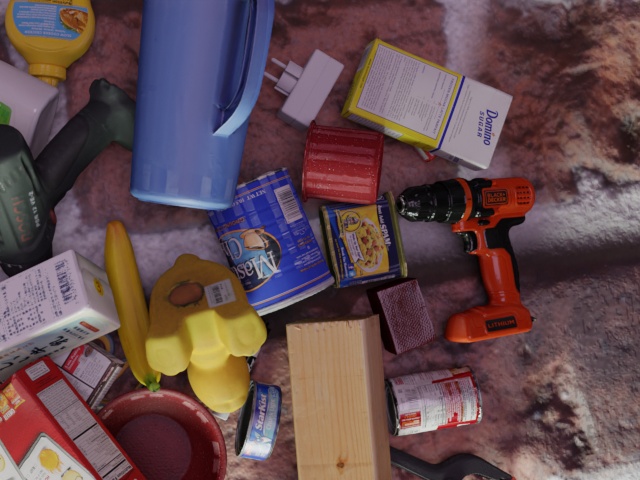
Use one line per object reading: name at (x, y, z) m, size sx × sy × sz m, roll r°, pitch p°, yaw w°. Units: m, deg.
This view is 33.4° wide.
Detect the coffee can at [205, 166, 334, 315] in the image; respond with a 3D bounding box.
coffee can at (-0.058, 0.001, 1.186) m, size 0.102 × 0.103 × 0.140 m, roll -23°, pitch 92°, yaw -10°

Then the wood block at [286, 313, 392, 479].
wood block at (0.022, 0.189, 1.188) m, size 0.091 × 0.090 × 0.206 m, roll -4°, pitch 89°, yaw 14°

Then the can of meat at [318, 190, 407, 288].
can of meat at (0.047, 0.001, 1.228) m, size 0.084 × 0.057 × 0.102 m, roll -11°, pitch 90°, yaw -8°

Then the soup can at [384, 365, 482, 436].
soup can at (0.128, 0.185, 1.231) m, size 0.102 × 0.068 × 0.068 m, roll -8°, pitch 90°, yaw -10°

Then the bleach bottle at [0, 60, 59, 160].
bleach bottle at (-0.411, -0.173, 1.143) m, size 0.251 × 0.068 × 0.103 m, roll 26°, pitch 127°, yaw -1°

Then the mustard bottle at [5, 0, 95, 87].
mustard bottle at (-0.296, -0.253, 1.174) m, size 0.096 × 0.058 × 0.191 m, roll 4°, pitch 88°, yaw -11°

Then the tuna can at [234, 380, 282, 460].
tuna can at (-0.069, 0.200, 1.188) m, size 0.033 × 0.086 × 0.086 m, roll 13°, pitch 86°, yaw -11°

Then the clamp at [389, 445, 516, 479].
clamp at (0.143, 0.302, 1.245) m, size 0.171 × 0.039 × 0.120 m, roll 3°, pitch 88°, yaw -8°

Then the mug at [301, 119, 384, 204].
mug at (0.027, -0.086, 1.197) m, size 0.081 × 0.117 × 0.093 m, roll 6°, pitch 100°, yaw 5°

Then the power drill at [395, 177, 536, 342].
power drill at (0.174, 0.020, 1.231) m, size 0.184 × 0.057 × 0.188 m, roll -6°, pitch 92°, yaw -26°

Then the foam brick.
foam brick at (0.094, 0.086, 1.236) m, size 0.053 × 0.051 × 0.078 m, roll -18°, pitch 92°, yaw -11°

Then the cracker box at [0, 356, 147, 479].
cracker box at (-0.281, 0.251, 1.107) m, size 0.164 × 0.072 × 0.214 m, roll -40°, pitch 88°, yaw 25°

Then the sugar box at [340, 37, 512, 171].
sugar box at (0.122, -0.153, 1.220) m, size 0.176 × 0.048 × 0.093 m, roll 22°, pitch 83°, yaw -12°

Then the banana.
banana at (-0.205, 0.077, 1.176) m, size 0.037 × 0.070 × 0.198 m, roll -10°, pitch 73°, yaw -29°

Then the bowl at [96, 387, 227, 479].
bowl at (-0.186, 0.240, 1.181) m, size 0.162 × 0.055 × 0.162 m, roll 0°, pitch 88°, yaw -10°

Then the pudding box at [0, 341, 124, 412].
pudding box at (-0.285, 0.142, 1.161) m, size 0.113 × 0.039 × 0.090 m, roll 30°, pitch 84°, yaw 14°

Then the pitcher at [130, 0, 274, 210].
pitcher at (-0.121, -0.155, 1.081) m, size 0.145 × 0.149 × 0.243 m, roll 8°, pitch 93°, yaw 4°
